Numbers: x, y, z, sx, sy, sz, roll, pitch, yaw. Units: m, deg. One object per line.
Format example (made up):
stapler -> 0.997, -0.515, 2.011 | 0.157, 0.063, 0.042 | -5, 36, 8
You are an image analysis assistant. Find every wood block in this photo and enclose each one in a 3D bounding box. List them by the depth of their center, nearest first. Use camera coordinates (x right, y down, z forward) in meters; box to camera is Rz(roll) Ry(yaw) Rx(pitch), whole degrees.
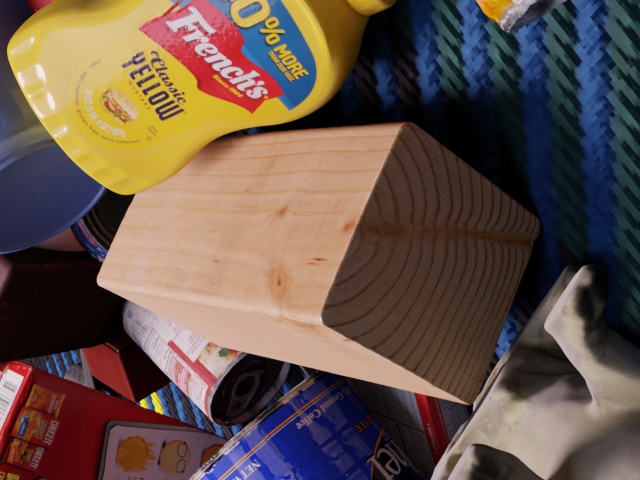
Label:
wood block -> -0.012, 0.006, 0.512 | 0.090, 0.090, 0.206 | 32, 164, -32

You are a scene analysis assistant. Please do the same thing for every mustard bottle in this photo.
mustard bottle -> -0.040, -0.092, 0.473 | 0.192, 0.058, 0.096 | -21, 117, 27

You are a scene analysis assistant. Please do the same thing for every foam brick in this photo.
foam brick -> -0.151, 0.085, 0.851 | 0.078, 0.052, 0.051 | 19, 131, 50

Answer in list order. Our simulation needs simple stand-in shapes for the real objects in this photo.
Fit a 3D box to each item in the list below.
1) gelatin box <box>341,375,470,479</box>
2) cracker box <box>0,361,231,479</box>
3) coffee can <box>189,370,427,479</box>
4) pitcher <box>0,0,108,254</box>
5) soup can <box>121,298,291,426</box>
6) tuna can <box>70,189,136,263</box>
gelatin box -> 0.043, 0.089, 0.591 | 0.089, 0.030, 0.073 | 15, 129, 50
cracker box -> -0.148, 0.193, 0.736 | 0.213, 0.164, 0.072 | 27, 168, -32
coffee can -> 0.012, 0.151, 0.560 | 0.140, 0.102, 0.103 | 50, 148, 10
pitcher -> -0.218, -0.117, 0.602 | 0.243, 0.148, 0.145 | 54, 124, 21
soup can -> -0.077, 0.066, 0.710 | 0.102, 0.068, 0.068 | 39, 144, 32
tuna can -> -0.116, -0.024, 0.671 | 0.086, 0.086, 0.034 | 61, 151, -3
